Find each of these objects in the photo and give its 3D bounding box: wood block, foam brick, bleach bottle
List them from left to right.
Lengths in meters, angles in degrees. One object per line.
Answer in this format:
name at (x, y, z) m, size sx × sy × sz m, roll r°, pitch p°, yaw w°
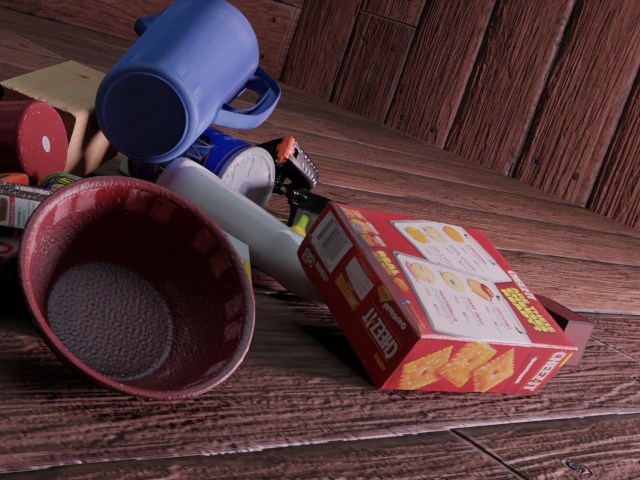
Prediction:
wood block at (-0.276, -0.125, 1.138) m, size 0.091 × 0.090 × 0.206 m, roll 22°, pitch 17°, yaw 1°
bleach bottle at (-0.057, 0.001, 1.053) m, size 0.251 × 0.068 × 0.102 m, roll 30°, pitch -3°, yaw 39°
foam brick at (0.243, 0.095, 1.146) m, size 0.051 × 0.053 × 0.078 m, roll 9°, pitch 15°, yaw -41°

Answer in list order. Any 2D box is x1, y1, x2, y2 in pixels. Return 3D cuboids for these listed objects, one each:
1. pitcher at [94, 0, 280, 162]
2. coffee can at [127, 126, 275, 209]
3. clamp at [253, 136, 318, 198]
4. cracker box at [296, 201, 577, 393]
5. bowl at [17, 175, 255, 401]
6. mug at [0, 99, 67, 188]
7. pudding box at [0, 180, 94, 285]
pitcher at (-0.145, -0.171, 1.160) m, size 0.149 × 0.145 × 0.242 m, roll -14°, pitch 23°, yaw 16°
coffee can at (-0.138, -0.082, 1.239) m, size 0.140 × 0.103 × 0.102 m, roll 25°, pitch 13°, yaw 30°
clamp at (-0.043, -0.072, 1.322) m, size 0.164 × 0.036 × 0.210 m, roll 20°, pitch -20°, yaw -8°
cracker box at (0.102, 0.056, 0.949) m, size 0.213 × 0.072 × 0.164 m, roll 10°, pitch 36°, yaw -42°
bowl at (-0.125, 0.039, 0.692) m, size 0.162 × 0.055 × 0.162 m, roll 20°, pitch 49°, yaw -25°
mug at (-0.290, -0.077, 0.979) m, size 0.082 × 0.117 × 0.093 m, roll -1°, pitch -37°, yaw 20°
pudding box at (-0.224, -0.003, 0.750) m, size 0.089 × 0.039 × 0.114 m, roll 9°, pitch -26°, yaw -37°
